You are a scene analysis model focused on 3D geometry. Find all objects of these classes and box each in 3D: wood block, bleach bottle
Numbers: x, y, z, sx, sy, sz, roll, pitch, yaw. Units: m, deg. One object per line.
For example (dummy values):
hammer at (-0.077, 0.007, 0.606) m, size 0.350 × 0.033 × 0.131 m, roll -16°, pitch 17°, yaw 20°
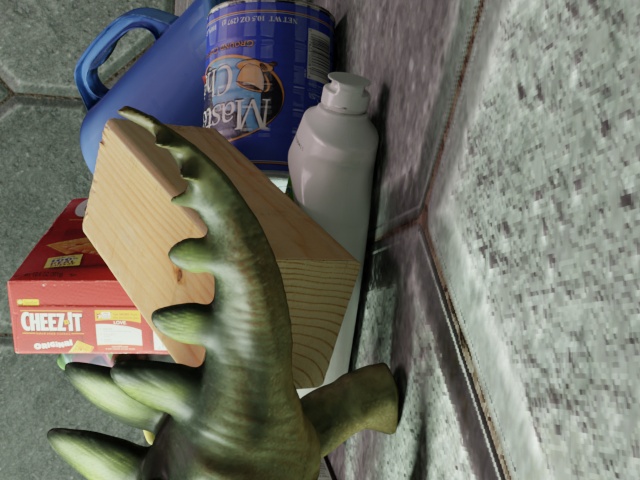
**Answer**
wood block at (-0.073, 0.003, 0.692) m, size 0.206 × 0.090 × 0.091 m, roll 44°, pitch 124°, yaw 48°
bleach bottle at (-0.002, 0.013, 0.723) m, size 0.102 × 0.068 × 0.251 m, roll -118°, pitch 35°, yaw -60°

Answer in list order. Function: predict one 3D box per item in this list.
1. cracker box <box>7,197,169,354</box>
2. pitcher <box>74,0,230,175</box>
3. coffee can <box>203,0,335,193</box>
cracker box at (-0.155, 0.023, 0.912) m, size 0.213 × 0.164 × 0.072 m, roll -87°, pitch -3°, yaw -70°
pitcher at (-0.128, -0.148, 1.017) m, size 0.243 × 0.149 × 0.145 m, roll -38°, pitch 51°, yaw 43°
coffee can at (-0.040, -0.105, 0.831) m, size 0.103 × 0.102 × 0.140 m, roll 144°, pitch 128°, yaw -75°
